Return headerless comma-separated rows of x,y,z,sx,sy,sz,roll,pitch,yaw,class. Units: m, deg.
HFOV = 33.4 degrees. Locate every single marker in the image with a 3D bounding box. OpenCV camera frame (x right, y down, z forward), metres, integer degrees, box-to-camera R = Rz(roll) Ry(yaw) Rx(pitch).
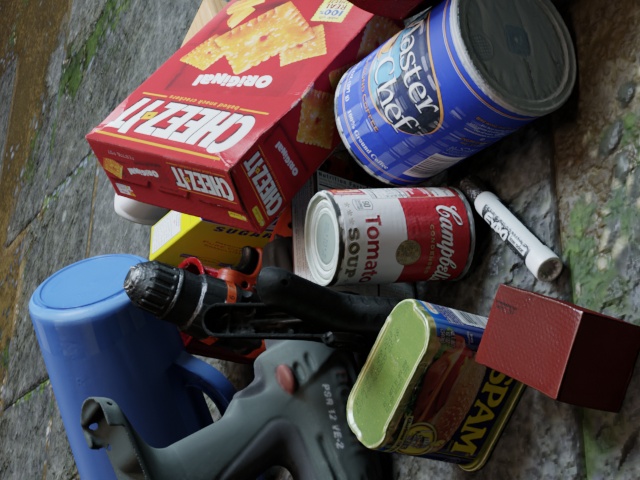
0.124,-0.012,0.715,0.020,0.020,0.121,-63,30,20,marker

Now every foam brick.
0.139,0.062,0.623,0.078,0.051,0.053,23,96,61,foam brick

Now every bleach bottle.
-0.173,-0.079,1.161,0.251,0.068,0.102,164,119,-73,bleach bottle

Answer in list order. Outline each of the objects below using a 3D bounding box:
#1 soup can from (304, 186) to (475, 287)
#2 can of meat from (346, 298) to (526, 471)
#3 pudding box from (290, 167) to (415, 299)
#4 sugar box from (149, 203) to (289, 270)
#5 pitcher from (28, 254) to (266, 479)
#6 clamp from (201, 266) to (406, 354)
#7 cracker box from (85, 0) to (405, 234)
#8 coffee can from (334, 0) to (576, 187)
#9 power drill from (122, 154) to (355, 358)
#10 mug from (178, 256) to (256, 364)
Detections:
0.047,-0.003,0.745,0.069,0.102,0.068,178,90,-69,soup can
0.076,0.092,0.685,0.102,0.083,0.057,-66,30,16,can of meat
0.024,0.009,0.808,0.039,0.089,0.113,-40,45,45,pudding box
-0.083,-0.017,1.004,0.177,0.093,0.048,-31,51,52,sugar box
-0.153,0.138,0.918,0.145,0.149,0.243,36,143,58,pitcher
0.013,0.051,0.717,0.120,0.171,0.039,142,132,-71,clamp
-0.053,-0.114,0.836,0.164,0.072,0.213,14,52,39,cracker box
0.090,-0.108,0.735,0.141,0.102,0.103,-30,52,53,coffee can
-0.056,0.001,0.877,0.057,0.184,0.187,-15,54,57,power drill
-0.100,0.071,1.005,0.117,0.081,0.093,-15,64,57,mug
